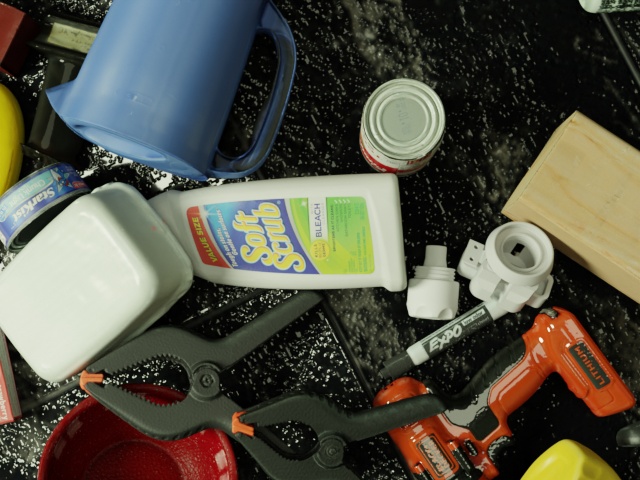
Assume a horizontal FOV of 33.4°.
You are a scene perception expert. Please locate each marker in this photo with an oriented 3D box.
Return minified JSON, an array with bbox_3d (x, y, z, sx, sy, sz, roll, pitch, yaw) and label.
[{"bbox_3d":[0.105,0.084,0.914,0.121,0.020,0.020,-31,86,-1],"label":"marker"}]

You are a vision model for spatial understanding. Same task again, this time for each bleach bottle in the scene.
[{"bbox_3d":[-0.056,0.001,0.904,0.251,0.068,0.102,-5,96,5],"label":"bleach bottle"}]

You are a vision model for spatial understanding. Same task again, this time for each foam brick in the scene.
[{"bbox_3d":[-0.294,-0.183,0.927,0.078,0.053,0.051,24,87,2],"label":"foam brick"}]

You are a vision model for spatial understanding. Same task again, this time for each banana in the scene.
[{"bbox_3d":[-0.294,-0.055,0.929,0.070,0.037,0.198,5,83,28],"label":"banana"}]

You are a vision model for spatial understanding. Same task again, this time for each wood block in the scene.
[{"bbox_3d":[0.265,-0.008,0.880,0.206,0.091,0.090,34,87,4],"label":"wood block"}]

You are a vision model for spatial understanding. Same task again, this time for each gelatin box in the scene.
[{"bbox_3d":[-0.304,0.119,0.919,0.073,0.030,0.089,-13,86,1],"label":"gelatin box"}]

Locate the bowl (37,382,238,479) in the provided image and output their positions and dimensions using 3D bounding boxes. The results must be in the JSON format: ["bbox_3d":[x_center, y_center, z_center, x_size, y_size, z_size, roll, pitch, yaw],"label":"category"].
[{"bbox_3d":[-0.151,0.202,0.880,0.162,0.055,0.162,6,66,-13],"label":"bowl"}]

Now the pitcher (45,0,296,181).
[{"bbox_3d":[-0.104,-0.175,0.888,0.145,0.149,0.243,16,82,44],"label":"pitcher"}]

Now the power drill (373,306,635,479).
[{"bbox_3d":[0.164,0.159,0.889,0.187,0.057,0.184,-35,89,-2],"label":"power drill"}]

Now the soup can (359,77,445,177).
[{"bbox_3d":[0.067,-0.092,0.885,0.068,0.102,0.068,0,87,1],"label":"soup can"}]

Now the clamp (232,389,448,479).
[{"bbox_3d":[0.012,0.175,0.849,0.171,0.039,0.120,6,84,-1],"label":"clamp"}]

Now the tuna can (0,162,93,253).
[{"bbox_3d":[-0.236,-0.028,0.898,0.086,0.086,0.034,-38,85,-1],"label":"tuna can"}]

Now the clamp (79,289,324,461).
[{"bbox_3d":[-0.089,0.127,0.877,0.209,0.036,0.164,-4,74,-13],"label":"clamp"}]
